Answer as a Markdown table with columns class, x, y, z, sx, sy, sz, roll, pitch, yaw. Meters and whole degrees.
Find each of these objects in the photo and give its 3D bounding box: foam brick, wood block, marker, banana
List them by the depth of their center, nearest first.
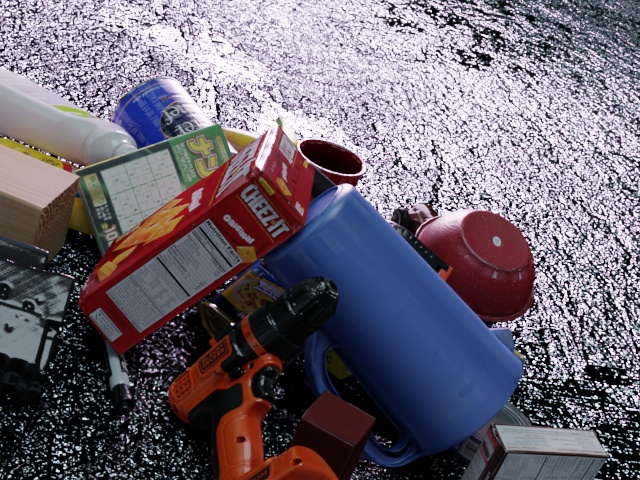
| class | x | y | z | sx | sy | sz | roll | pitch | yaw |
| --- | --- | --- | --- | --- | --- | --- | --- | --- | --- |
| foam brick | 0.005 | 0.178 | 0.909 | 0.053 | 0.078 | 0.051 | 28 | 30 | 14 |
| marker | -0.184 | 0.112 | 0.959 | 0.020 | 0.020 | 0.121 | 7 | 31 | -24 |
| wood block | -0.357 | -0.048 | 1.051 | 0.206 | 0.090 | 0.090 | 22 | 28 | 2 |
| banana | -0.072 | -0.126 | 1.411 | 0.070 | 0.037 | 0.197 | 39 | 19 | 10 |

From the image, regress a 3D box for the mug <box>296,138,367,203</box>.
| class | x | y | z | sx | sy | sz | roll | pitch | yaw |
| --- | --- | --- | --- | --- | --- | --- | --- | --- | --- |
| mug | -0.004 | -0.067 | 1.329 | 0.093 | 0.082 | 0.117 | 33 | 30 | 21 |

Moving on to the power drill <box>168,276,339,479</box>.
| class | x | y | z | sx | sy | sz | roll | pitch | yaw |
| --- | --- | --- | --- | --- | --- | --- | --- | --- | --- |
| power drill | -0.042 | 0.136 | 0.866 | 0.057 | 0.185 | 0.188 | 35 | 23 | -35 |

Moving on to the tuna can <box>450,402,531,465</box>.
| class | x | y | z | sx | sy | sz | roll | pitch | yaw |
| --- | --- | --- | --- | --- | --- | --- | --- | --- | --- |
| tuna can | 0.163 | 0.187 | 1.046 | 0.086 | 0.034 | 0.086 | 16 | 28 | -9 |

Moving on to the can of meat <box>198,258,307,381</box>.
| class | x | y | z | sx | sy | sz | roll | pitch | yaw |
| --- | --- | --- | --- | --- | --- | --- | --- | --- | --- |
| can of meat | -0.053 | 0.075 | 1.038 | 0.102 | 0.057 | 0.083 | 36 | 61 | 26 |

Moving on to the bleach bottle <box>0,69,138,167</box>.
| class | x | y | z | sx | sy | sz | roll | pitch | yaw |
| --- | --- | --- | --- | --- | --- | --- | --- | --- | --- |
| bleach bottle | -0.299 | -0.128 | 1.200 | 0.251 | 0.068 | 0.102 | 25 | 16 | 33 |

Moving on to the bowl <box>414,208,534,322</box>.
| class | x | y | z | sx | sy | sz | roll | pitch | yaw |
| --- | --- | --- | --- | --- | --- | --- | --- | --- | --- |
| bowl | 0.193 | 0.016 | 1.253 | 0.162 | 0.055 | 0.162 | 15 | 45 | -16 |

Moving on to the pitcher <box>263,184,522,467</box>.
| class | x | y | z | sx | sy | sz | roll | pitch | yaw |
| --- | --- | --- | --- | --- | --- | --- | --- | --- | --- |
| pitcher | 0.055 | 0.077 | 0.976 | 0.243 | 0.145 | 0.149 | 48 | 26 | -10 |

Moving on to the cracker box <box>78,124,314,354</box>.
| class | x | y | z | sx | sy | sz | roll | pitch | yaw |
| --- | --- | --- | --- | --- | --- | --- | --- | --- | --- |
| cracker box | -0.112 | -0.007 | 0.995 | 0.072 | 0.214 | 0.164 | 51 | 15 | -15 |

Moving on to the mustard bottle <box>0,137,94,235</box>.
| class | x | y | z | sx | sy | sz | roll | pitch | yaw |
| --- | --- | --- | --- | --- | --- | --- | --- | --- | --- |
| mustard bottle | -0.269 | -0.049 | 1.143 | 0.191 | 0.058 | 0.096 | 21 | 20 | -1 |

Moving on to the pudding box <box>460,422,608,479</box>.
| class | x | y | z | sx | sy | sz | roll | pitch | yaw |
| --- | --- | --- | --- | --- | --- | --- | --- | --- | --- |
| pudding box | 0.190 | 0.211 | 0.963 | 0.113 | 0.090 | 0.039 | 7 | 32 | -24 |

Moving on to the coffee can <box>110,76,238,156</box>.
| class | x | y | z | sx | sy | sz | roll | pitch | yaw |
| --- | --- | --- | --- | --- | --- | --- | --- | --- | --- |
| coffee can | -0.166 | -0.108 | 1.246 | 0.102 | 0.103 | 0.140 | -10 | 51 | -44 |
